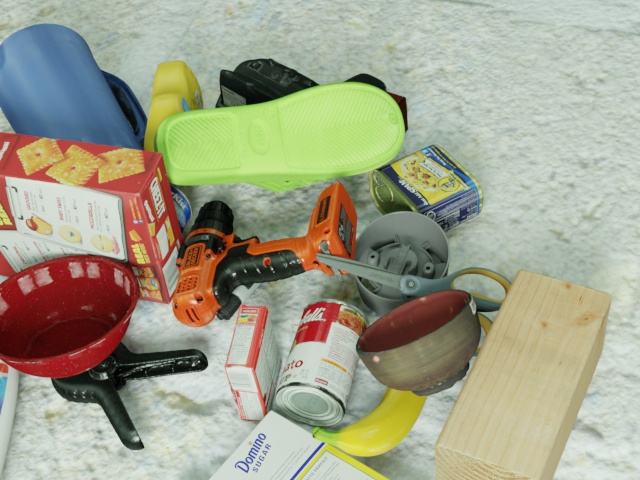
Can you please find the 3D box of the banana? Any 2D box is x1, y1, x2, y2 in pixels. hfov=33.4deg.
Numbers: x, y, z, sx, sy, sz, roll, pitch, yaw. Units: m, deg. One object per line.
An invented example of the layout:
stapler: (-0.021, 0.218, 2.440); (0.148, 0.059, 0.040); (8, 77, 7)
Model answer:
banana: (0.066, 0.138, 0.978); (0.069, 0.037, 0.197); (51, 41, -6)

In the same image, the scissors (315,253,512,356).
scissors: (0.093, 0.062, 1.021); (0.201, 0.016, 0.096); (2, 77, -15)

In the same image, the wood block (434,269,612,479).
wood block: (0.181, 0.137, 0.945); (0.090, 0.091, 0.205); (16, 52, 22)

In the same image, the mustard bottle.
mustard bottle: (-0.165, -0.124, 1.204); (0.058, 0.096, 0.191); (-7, 32, 0)

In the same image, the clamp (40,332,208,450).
clamp: (-0.206, 0.139, 1.034); (0.172, 0.039, 0.120); (8, 40, 22)

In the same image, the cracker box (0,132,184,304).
cracker box: (-0.256, -0.026, 1.108); (0.214, 0.164, 0.072); (9, 48, 15)

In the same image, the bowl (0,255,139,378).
bowl: (-0.250, 0.083, 1.037); (0.162, 0.055, 0.162); (-6, 35, 4)

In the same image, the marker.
marker: (-0.069, 0.040, 1.119); (0.020, 0.020, 0.121); (25, 55, 27)

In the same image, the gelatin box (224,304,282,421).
gelatin box: (-0.063, 0.116, 1.001); (0.030, 0.089, 0.073); (2, 48, 11)

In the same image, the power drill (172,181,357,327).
power drill: (-0.057, 0.001, 1.095); (0.188, 0.057, 0.184); (-18, 36, 18)

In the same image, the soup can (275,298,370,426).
soup can: (0.003, 0.115, 1.006); (0.068, 0.068, 0.102); (7, 49, 14)

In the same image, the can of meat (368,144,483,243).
can of meat: (0.114, -0.051, 1.152); (0.083, 0.057, 0.102); (-26, 49, -17)

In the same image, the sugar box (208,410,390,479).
sugar box: (-0.001, 0.227, 0.921); (0.176, 0.048, 0.093); (24, 55, 32)

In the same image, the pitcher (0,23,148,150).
pitcher: (-0.282, -0.135, 1.249); (0.149, 0.145, 0.243); (-32, 54, -5)
